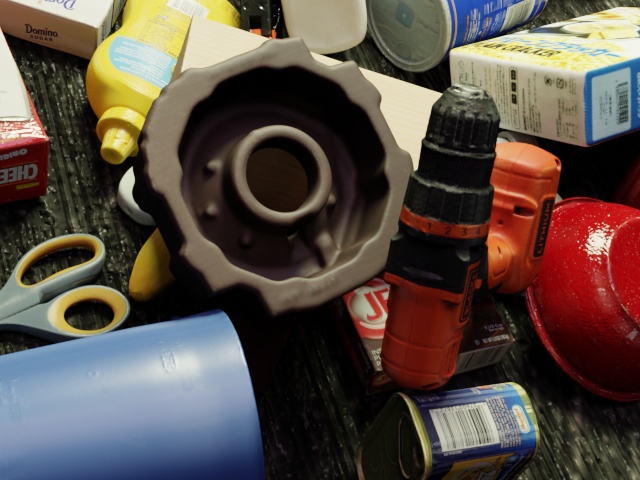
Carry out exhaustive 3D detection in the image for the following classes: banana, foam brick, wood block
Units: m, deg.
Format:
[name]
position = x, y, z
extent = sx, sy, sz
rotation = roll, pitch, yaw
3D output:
[banana]
position = -0.061, -0.014, 0.791
extent = 0.197, 0.037, 0.070
rotation = -19, 59, -28
[foam brick]
position = -0.046, 0.056, 0.713
extent = 0.051, 0.078, 0.053
rotation = 22, 50, 0
[wood block]
position = -0.009, -0.072, 0.768
extent = 0.206, 0.090, 0.091
rotation = 15, 57, -13

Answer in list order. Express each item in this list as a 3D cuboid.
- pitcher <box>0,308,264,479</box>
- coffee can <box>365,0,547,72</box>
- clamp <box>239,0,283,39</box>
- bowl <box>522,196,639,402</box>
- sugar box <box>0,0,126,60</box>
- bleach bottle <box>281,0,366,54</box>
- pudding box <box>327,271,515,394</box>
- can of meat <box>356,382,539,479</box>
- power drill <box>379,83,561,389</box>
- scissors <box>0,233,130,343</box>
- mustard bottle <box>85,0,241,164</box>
[pitcher]
position = -0.155, 0.128, 0.594
extent = 0.242, 0.149, 0.145
rotation = -9, 91, -17
[coffee can]
position = 0.124, -0.223, 0.966
extent = 0.140, 0.103, 0.103
rotation = -28, 64, -32
[clamp]
position = -0.046, -0.224, 0.928
extent = 0.039, 0.120, 0.171
rotation = -4, 63, 15
[bowl]
position = 0.228, 0.034, 0.788
extent = 0.161, 0.055, 0.162
rotation = 11, 66, -26
[sugar box]
position = -0.208, -0.237, 0.922
extent = 0.093, 0.048, 0.176
rotation = 18, 54, -2
[bleach bottle]
position = 0.008, -0.264, 0.966
extent = 0.068, 0.102, 0.250
rotation = -6, 32, 9
[pudding box]
position = 0.069, 0.056, 0.771
extent = 0.113, 0.039, 0.090
rotation = -9, 54, -22
[can of meat]
position = 0.080, 0.134, 0.673
extent = 0.083, 0.102, 0.057
rotation = -4, 55, -22
[power drill]
position = 0.099, -0.014, 0.680
extent = 0.057, 0.184, 0.187
rotation = 19, 20, 24
[scissors]
position = -0.210, 0.063, 0.702
extent = 0.096, 0.016, 0.201
rotation = 39, 53, 15
[mustard bottle]
position = -0.132, -0.132, 0.850
extent = 0.096, 0.058, 0.191
rotation = 27, 49, -11
